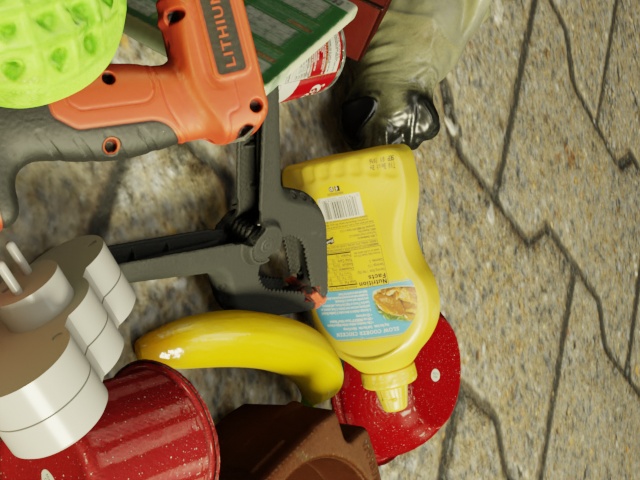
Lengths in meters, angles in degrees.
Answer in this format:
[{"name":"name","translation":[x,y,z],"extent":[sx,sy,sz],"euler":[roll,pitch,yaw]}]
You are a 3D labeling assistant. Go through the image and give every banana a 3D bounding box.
[{"name":"banana","translation":[-0.037,0.080,0.707],"extent":[0.069,0.037,0.197],"euler":[-52,140,4]}]

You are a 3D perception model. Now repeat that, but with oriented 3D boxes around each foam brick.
[{"name":"foam brick","translation":[0.024,-0.174,0.757],"extent":[0.053,0.051,0.078],"euler":[-64,-179,-20]}]

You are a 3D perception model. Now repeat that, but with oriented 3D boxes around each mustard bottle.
[{"name":"mustard bottle","translation":[0.036,0.031,0.774],"extent":[0.058,0.096,0.191],"euler":[-25,105,-65]}]

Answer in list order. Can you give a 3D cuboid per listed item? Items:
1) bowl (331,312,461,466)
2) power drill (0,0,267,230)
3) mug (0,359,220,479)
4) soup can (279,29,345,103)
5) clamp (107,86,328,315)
[{"name":"bowl","translation":[0.072,0.108,0.882],"extent":[0.161,0.055,0.162],"euler":[2,88,-57]},{"name":"power drill","translation":[-0.129,-0.093,0.497],"extent":[0.187,0.057,0.184],"euler":[-17,99,-18]},{"name":"mug","translation":[-0.119,0.126,0.567],"extent":[0.081,0.093,0.117],"euler":[-12,136,-52]},{"name":"soup can","translation":[-0.037,-0.123,0.705],"extent":[0.102,0.069,0.068],"euler":[-26,111,-54]},{"name":"clamp","translation":[-0.054,0.001,0.682],"extent":[0.164,0.036,0.210],"euler":[-48,144,-13]}]
